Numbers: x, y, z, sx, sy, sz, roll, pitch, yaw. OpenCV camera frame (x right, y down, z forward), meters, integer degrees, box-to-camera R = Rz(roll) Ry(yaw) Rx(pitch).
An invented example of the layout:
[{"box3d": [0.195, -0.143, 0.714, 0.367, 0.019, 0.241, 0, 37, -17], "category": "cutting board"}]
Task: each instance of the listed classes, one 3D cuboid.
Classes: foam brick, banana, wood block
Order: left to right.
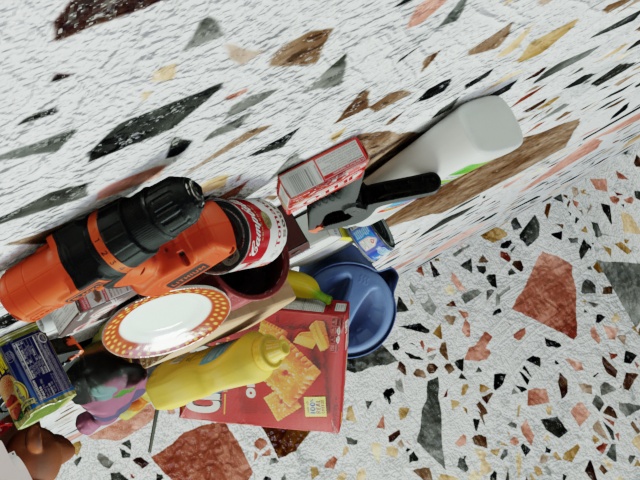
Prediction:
[{"box3d": [-0.128, 0.065, 1.212, 0.090, 0.091, 0.205, -32, 172, 29], "category": "wood block"}, {"box3d": [-0.087, 0.057, 1.365, 0.197, 0.037, 0.070, 0, -167, -13], "category": "banana"}, {"box3d": [-0.058, 0.001, 1.189, 0.078, 0.051, 0.053, -28, 173, -2], "category": "foam brick"}]

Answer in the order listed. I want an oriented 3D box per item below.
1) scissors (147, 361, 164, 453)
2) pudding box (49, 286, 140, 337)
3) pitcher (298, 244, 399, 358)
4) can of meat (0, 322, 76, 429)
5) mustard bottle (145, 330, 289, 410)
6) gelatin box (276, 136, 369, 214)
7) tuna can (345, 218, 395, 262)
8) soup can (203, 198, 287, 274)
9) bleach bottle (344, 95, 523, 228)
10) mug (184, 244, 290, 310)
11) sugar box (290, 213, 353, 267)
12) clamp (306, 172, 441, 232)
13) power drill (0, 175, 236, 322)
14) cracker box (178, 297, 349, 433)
[{"box3d": [-0.197, 0.165, 1.355, 0.016, 0.202, 0.096, 9, 173, -4], "category": "scissors"}, {"box3d": [-0.204, 0.049, 1.009, 0.089, 0.039, 0.114, -25, 173, -27], "category": "pudding box"}, {"box3d": [0.019, 0.077, 1.527, 0.149, 0.145, 0.243, 7, -170, -5], "category": "pitcher"}, {"box3d": [-0.302, 0.141, 1.106, 0.057, 0.084, 0.102, -24, 172, -33], "category": "can of meat"}, {"box3d": [-0.111, 0.147, 1.250, 0.192, 0.058, 0.096, -22, -176, 36], "category": "mustard bottle"}, {"box3d": [0.002, -0.063, 1.048, 0.089, 0.030, 0.073, -27, 173, -8], "category": "gelatin box"}, {"box3d": [0.061, -0.017, 1.392, 0.034, 0.086, 0.086, -32, 172, 15], "category": "tuna can"}, {"box3d": [-0.078, -0.006, 0.991, 0.069, 0.068, 0.102, -31, 173, 17], "category": "soup can"}, {"box3d": [0.110, -0.078, 1.242, 0.102, 0.068, 0.251, -20, 171, -45], "category": "bleach bottle"}, {"box3d": [-0.101, 0.024, 1.088, 0.117, 0.093, 0.082, 12, 157, -28], "category": "mug"}, {"box3d": [-0.014, -0.001, 1.371, 0.093, 0.048, 0.176, -27, 171, 12], "category": "sugar box"}, {"box3d": [0.049, -0.048, 1.183, 0.120, 0.039, 0.172, 14, 156, -25], "category": "clamp"}, {"box3d": [-0.141, 0.002, 0.858, 0.185, 0.057, 0.187, -27, 171, 19], "category": "power drill"}, {"box3d": [-0.073, 0.157, 1.391, 0.214, 0.164, 0.072, 4, -167, 4], "category": "cracker box"}]
